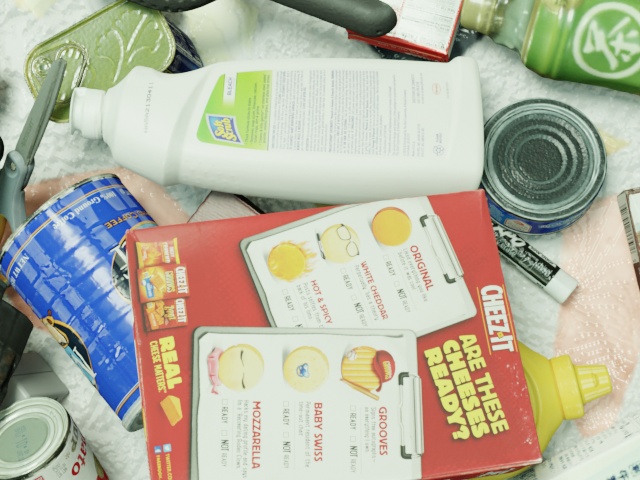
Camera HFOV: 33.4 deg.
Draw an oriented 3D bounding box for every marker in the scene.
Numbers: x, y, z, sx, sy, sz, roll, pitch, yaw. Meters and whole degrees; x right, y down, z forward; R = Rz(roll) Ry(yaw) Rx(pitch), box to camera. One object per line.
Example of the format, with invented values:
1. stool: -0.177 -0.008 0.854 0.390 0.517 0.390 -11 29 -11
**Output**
1. marker: 0.117 -0.003 0.708 0.121 0.020 0.020 39 94 11

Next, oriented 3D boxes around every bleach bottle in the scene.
1. bleach bottle: -0.027 -0.075 0.670 0.250 0.068 0.102 5 61 -6

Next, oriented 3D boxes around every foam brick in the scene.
1. foam brick: -0.055 0.001 0.710 0.053 0.078 0.051 38 91 9

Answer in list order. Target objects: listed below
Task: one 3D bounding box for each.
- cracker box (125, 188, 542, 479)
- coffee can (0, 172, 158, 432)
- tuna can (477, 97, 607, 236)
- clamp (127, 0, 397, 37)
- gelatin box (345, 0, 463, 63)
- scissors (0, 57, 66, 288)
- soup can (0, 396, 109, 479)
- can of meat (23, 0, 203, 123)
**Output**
1. cracker box: 0.002 0.068 0.620 0.213 0.072 0.164 -7 74 -8
2. coffee can: -0.130 0.041 0.708 0.103 0.102 0.140 -42 80 5
3. tuna can: 0.140 -0.048 0.690 0.086 0.034 0.086 -1 76 3
4. clamp: -0.058 -0.182 0.686 0.209 0.036 0.164 -13 60 -13
5. gelatin box: 0.064 -0.171 0.723 0.073 0.030 0.089 17 89 10
6. scissors: -0.217 -0.056 0.725 0.096 0.016 0.202 37 127 26
7. soup can: -0.177 0.160 0.702 0.068 0.102 0.068 -10 40 9
8. can of meat: -0.137 -0.115 0.728 0.102 0.084 0.057 -27 82 7
